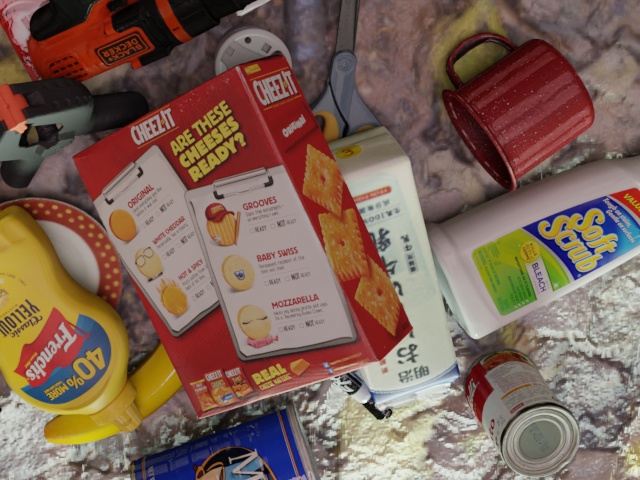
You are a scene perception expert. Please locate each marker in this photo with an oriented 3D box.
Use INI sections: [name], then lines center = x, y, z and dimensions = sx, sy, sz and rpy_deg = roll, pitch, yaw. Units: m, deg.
[marker]
center = 0.016, 0.112, 0.894
dimensions = 0.121, 0.020, 0.020
rpy_deg = 42, 98, -20

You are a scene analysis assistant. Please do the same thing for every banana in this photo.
[banana]
center = -0.141, 0.101, 0.858
dimensions = 0.069, 0.037, 0.198
rpy_deg = 38, 98, 3

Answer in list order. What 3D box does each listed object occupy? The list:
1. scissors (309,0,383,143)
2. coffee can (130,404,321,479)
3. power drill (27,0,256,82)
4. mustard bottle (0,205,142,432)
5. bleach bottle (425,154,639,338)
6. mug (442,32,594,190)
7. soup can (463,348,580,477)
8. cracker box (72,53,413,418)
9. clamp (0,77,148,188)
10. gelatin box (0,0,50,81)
[scissors]
center = 0.033, -0.122, 0.816
dimensions = 0.096, 0.016, 0.202
rpy_deg = 18, 105, -17
[coffee can]
center = -0.071, 0.205, 0.867
dimensions = 0.140, 0.103, 0.103
rpy_deg = -19, 111, -2
[power drill]
center = -0.136, -0.187, 0.660
dimensions = 0.184, 0.057, 0.187
rpy_deg = -22, 139, 13
[mustard bottle]
center = -0.201, 0.073, 0.798
dimensions = 0.096, 0.058, 0.191
rpy_deg = -37, 110, 5
[bleach bottle]
center = 0.210, -0.020, 0.858
dimensions = 0.251, 0.068, 0.102
rpy_deg = -27, 112, -2
[mug]
center = 0.145, -0.107, 0.809
dimensions = 0.081, 0.093, 0.117
rpy_deg = -35, 75, -1
[soup can]
center = 0.166, 0.142, 0.885
dimensions = 0.068, 0.102, 0.068
rpy_deg = -3, 110, -9
[cracker box]
center = -0.055, 0.001, 0.750
dimensions = 0.164, 0.072, 0.214
rpy_deg = -22, 95, 32
[clamp]
center = -0.193, -0.072, 0.727
dimensions = 0.120, 0.171, 0.039
rpy_deg = -35, 83, 9
[gelatin box]
center = -0.179, -0.157, 0.761
dimensions = 0.089, 0.030, 0.073
rpy_deg = -26, 111, 0
